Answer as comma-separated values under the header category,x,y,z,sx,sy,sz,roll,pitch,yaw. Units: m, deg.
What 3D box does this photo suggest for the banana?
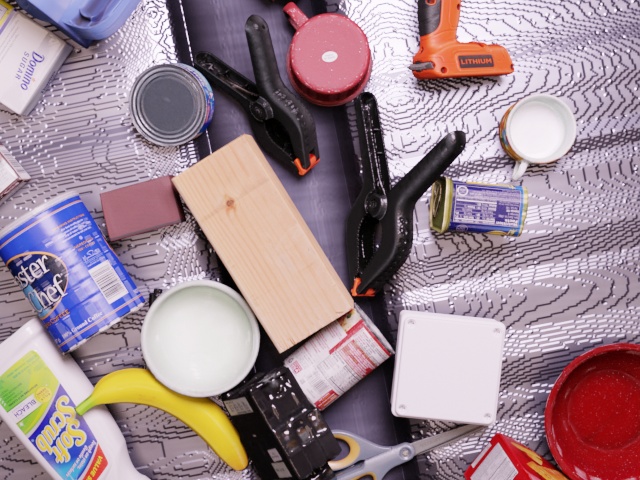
category,x,y,z,sx,sy,sz,roll,pitch,yaw
banana,-0.157,0.181,1.127,0.197,0.037,0.069,24,88,-18

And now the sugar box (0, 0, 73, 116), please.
category,x,y,z,sx,sy,sz,roll,pitch,yaw
sugar box,-0.359,-0.216,1.119,0.176,0.048,0.093,35,92,-5

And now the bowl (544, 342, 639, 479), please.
category,x,y,z,sx,sy,sz,roll,pitch,yaw
bowl,0.312,0.185,1.128,0.162,0.055,0.162,0,93,0

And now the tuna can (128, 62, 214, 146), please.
category,x,y,z,sx,sy,sz,roll,pitch,yaw
tuna can,-0.155,-0.143,1.117,0.086,0.033,0.086,2,102,11

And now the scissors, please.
category,x,y,z,sx,sy,sz,roll,pitch,yaw
scissors,0.074,0.216,1.151,0.202,0.016,0.096,-35,92,2

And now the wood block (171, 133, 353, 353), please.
category,x,y,z,sx,sy,sz,roll,pitch,yaw
wood block,-0.057,0.001,1.105,0.091,0.090,0.206,-31,92,2

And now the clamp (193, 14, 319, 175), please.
category,x,y,z,sx,sy,sz,roll,pitch,yaw
clamp,-0.052,-0.149,1.095,0.171,0.120,0.039,49,60,-6

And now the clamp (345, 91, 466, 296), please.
category,x,y,z,sx,sy,sz,roll,pitch,yaw
clamp,0.074,-0.039,1.089,0.036,0.165,0.210,3,102,-35

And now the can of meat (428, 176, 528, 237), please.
category,x,y,z,sx,sy,sz,roll,pitch,yaw
can of meat,0.161,-0.034,1.097,0.084,0.102,0.057,5,94,-3

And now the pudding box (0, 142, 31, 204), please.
category,x,y,z,sx,sy,sz,roll,pitch,yaw
pudding box,-0.379,-0.079,1.129,0.090,0.039,0.113,-41,90,2

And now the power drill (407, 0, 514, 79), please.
category,x,y,z,sx,sy,sz,roll,pitch,yaw
power drill,0.154,-0.262,1.094,0.184,0.057,0.188,-8,97,-21

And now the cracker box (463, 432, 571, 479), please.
category,x,y,z,sx,sy,sz,roll,pitch,yaw
cracker box,0.239,0.281,1.054,0.164,0.213,0.072,36,92,-1

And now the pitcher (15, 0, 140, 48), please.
category,x,y,z,sx,sy,sz,roll,pitch,yaw
pitcher,-0.213,-0.319,1.070,0.149,0.145,0.243,38,89,-13

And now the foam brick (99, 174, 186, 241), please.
category,x,y,z,sx,sy,sz,roll,pitch,yaw
foam brick,-0.186,-0.034,1.122,0.078,0.053,0.051,-15,93,0

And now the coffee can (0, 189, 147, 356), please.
category,x,y,z,sx,sy,sz,roll,pitch,yaw
coffee can,-0.259,0.033,1.101,0.103,0.103,0.140,-32,92,2

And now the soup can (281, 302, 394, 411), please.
category,x,y,z,sx,sy,sz,roll,pitch,yaw
soup can,0.018,0.123,1.121,0.102,0.068,0.068,-39,92,2

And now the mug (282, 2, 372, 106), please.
category,x,y,z,sx,sy,sz,roll,pitch,yaw
mug,0.002,-0.197,1.099,0.093,0.081,0.117,-36,92,2

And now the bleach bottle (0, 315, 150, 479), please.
category,x,y,z,sx,sy,sz,roll,pitch,yaw
bleach bottle,-0.255,0.205,1.130,0.102,0.068,0.251,-39,94,4
